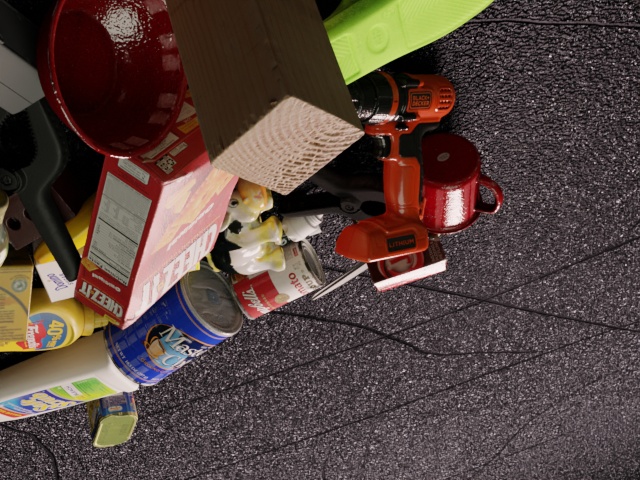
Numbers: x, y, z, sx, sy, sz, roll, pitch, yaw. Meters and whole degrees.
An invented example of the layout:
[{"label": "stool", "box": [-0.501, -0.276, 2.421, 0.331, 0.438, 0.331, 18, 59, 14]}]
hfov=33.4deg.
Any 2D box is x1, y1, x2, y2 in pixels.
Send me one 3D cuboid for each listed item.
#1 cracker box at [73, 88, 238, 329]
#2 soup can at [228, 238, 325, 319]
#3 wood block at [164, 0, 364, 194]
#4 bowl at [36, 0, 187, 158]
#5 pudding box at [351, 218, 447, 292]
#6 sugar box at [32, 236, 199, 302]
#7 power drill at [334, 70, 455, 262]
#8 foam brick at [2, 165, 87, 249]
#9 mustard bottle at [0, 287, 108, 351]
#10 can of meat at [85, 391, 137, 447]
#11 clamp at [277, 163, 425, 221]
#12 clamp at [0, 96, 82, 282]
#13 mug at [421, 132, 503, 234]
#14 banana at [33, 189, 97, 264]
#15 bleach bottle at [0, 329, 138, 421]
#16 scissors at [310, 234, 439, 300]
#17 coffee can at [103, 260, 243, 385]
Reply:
[{"label": "cracker box", "box": [-0.146, -0.037, 1.029, 0.164, 0.072, 0.214, -45, 165, -45]}, {"label": "soup can", "box": [-0.053, 0.046, 1.316, 0.102, 0.068, 0.068, -26, 149, 12]}, {"label": "wood block", "box": [-0.052, -0.153, 0.856, 0.091, 0.206, 0.090, -36, 145, 28]}, {"label": "bowl", "box": [-0.182, -0.149, 0.887, 0.055, 0.162, 0.162, 3, 163, 33]}, {"label": "pudding box", "box": [0.090, -0.004, 1.263, 0.090, 0.113, 0.039, -18, 153, 1]}, {"label": "sugar box", "box": [-0.226, 0.014, 1.197, 0.176, 0.048, 0.093, -10, 151, -7]}, {"label": "power drill", "box": [0.060, -0.076, 1.071, 0.184, 0.057, 0.188, -9, 111, -42]}, {"label": "foam brick", "box": [-0.281, -0.037, 1.059, 0.078, 0.051, 0.053, -29, 112, 17]}, {"label": "mustard bottle", "box": [-0.344, 0.094, 1.251, 0.191, 0.058, 0.096, 0, 140, -28]}, {"label": "can of meat", "box": [-0.289, 0.225, 1.467, 0.057, 0.084, 0.102, -3, 146, -23]}, {"label": "clamp", "box": [0.028, -0.046, 1.188, 0.171, 0.039, 0.120, 18, 154, -1]}, {"label": "clamp", "box": [-0.298, -0.062, 0.995, 0.164, 0.036, 0.210, 10, 122, -3]}, {"label": "mug", "box": [0.150, -0.063, 1.208, 0.117, 0.093, 0.081, 22, 149, 19]}, {"label": "banana", "box": [-0.224, -0.041, 1.103, 0.198, 0.037, 0.069, -40, 166, 32]}, {"label": "bleach bottle", "box": [-0.373, 0.194, 1.397, 0.251, 0.068, 0.102, -20, 149, 8]}, {"label": "scissors", "box": [0.076, 0.007, 1.314, 0.201, 0.016, 0.096, -22, 145, -32]}, {"label": "coffee can", "box": [-0.180, 0.101, 1.304, 0.140, 0.103, 0.102, -33, 146, 25]}]
